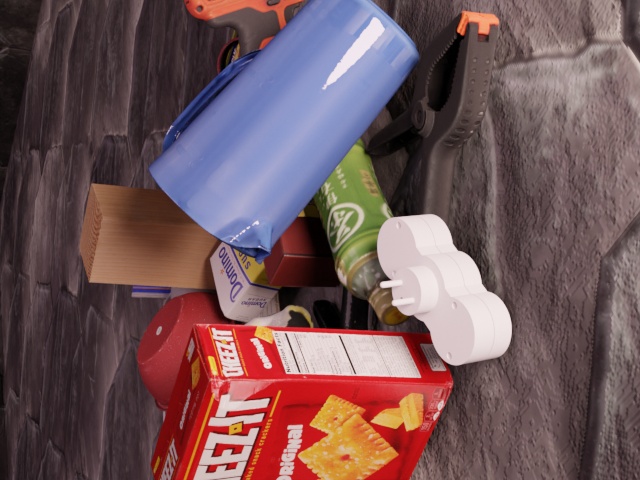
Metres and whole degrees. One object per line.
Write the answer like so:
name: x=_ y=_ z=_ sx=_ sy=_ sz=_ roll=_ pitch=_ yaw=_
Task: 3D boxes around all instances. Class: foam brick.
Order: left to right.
foam brick: x=-0.014 y=0.012 z=1.075 sx=0.053 sy=0.078 sz=0.051 roll=120 pitch=144 yaw=-46

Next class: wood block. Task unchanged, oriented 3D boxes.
wood block: x=-0.175 y=-0.002 z=1.285 sx=0.090 sy=0.205 sz=0.091 roll=-123 pitch=43 yaw=-54

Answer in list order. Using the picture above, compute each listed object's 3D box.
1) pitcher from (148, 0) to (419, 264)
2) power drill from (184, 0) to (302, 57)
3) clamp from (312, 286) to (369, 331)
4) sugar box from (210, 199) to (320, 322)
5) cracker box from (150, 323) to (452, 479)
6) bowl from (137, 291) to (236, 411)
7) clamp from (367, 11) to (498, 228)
pitcher: x=-0.034 y=-0.113 z=0.954 sx=0.243 sy=0.149 sz=0.145 roll=-48 pitch=4 yaw=5
power drill: x=-0.027 y=-0.200 z=1.059 sx=0.057 sy=0.184 sz=0.187 roll=-169 pitch=59 yaw=-75
clamp: x=0.030 y=0.096 z=1.008 sx=0.120 sy=0.039 sz=0.171 roll=108 pitch=155 yaw=-49
sugar box: x=-0.058 y=0.002 z=1.174 sx=0.176 sy=0.048 sz=0.093 roll=-49 pitch=41 yaw=32
cracker box: x=-0.016 y=0.155 z=0.885 sx=0.072 sy=0.213 sz=0.164 roll=-115 pitch=37 yaw=-49
bowl: x=-0.168 y=0.118 z=1.263 sx=0.162 sy=0.055 sz=0.162 roll=-44 pitch=25 yaw=26
clamp: x=0.094 y=-0.104 z=0.899 sx=0.165 sy=0.036 sz=0.210 roll=-116 pitch=34 yaw=-48
